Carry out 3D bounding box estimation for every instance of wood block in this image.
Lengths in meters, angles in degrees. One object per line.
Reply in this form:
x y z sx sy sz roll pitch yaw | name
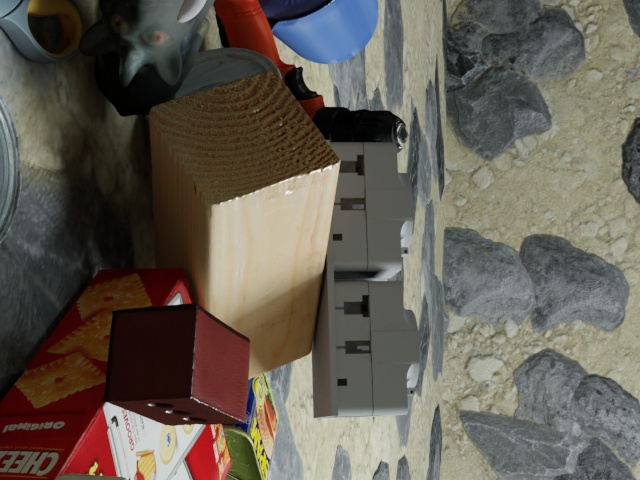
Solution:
-0.055 0.001 0.717 0.091 0.090 0.206 56 -26 31 | wood block

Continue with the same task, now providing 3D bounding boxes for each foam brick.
-0.077 0.071 0.590 0.078 0.053 0.051 46 42 -63 | foam brick

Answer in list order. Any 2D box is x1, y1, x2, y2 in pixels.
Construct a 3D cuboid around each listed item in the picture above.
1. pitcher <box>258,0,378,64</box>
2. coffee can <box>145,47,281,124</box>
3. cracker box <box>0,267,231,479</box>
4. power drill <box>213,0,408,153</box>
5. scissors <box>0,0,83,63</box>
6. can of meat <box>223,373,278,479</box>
-0.006 -0.255 1.019 0.145 0.149 0.242 65 8 7 | pitcher
-0.067 -0.061 0.821 0.140 0.103 0.102 76 19 -46 | coffee can
-0.127 0.139 0.636 0.213 0.072 0.164 -66 151 -58 | cracker box
-0.024 -0.147 0.873 0.057 0.185 0.187 -36 119 -52 | power drill
-0.174 -0.143 0.556 0.201 0.016 0.096 5 83 -77 | scissors
-0.072 0.160 0.903 0.084 0.057 0.102 -79 164 -48 | can of meat
